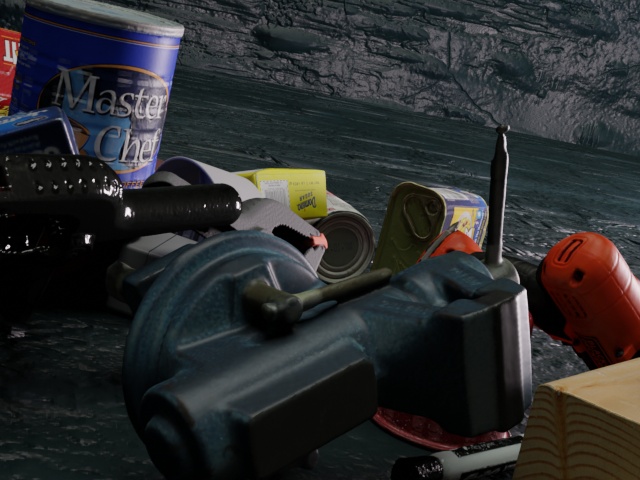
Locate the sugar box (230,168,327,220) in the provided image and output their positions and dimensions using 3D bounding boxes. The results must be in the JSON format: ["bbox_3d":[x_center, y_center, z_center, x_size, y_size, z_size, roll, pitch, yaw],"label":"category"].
[{"bbox_3d":[-0.092,-0.032,0.903,0.177,0.048,0.093,-6,0,37],"label":"sugar box"}]

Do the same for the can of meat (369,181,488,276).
[{"bbox_3d":[0.097,0.003,0.927,0.058,0.102,0.083,22,14,36],"label":"can of meat"}]

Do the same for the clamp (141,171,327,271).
[{"bbox_3d":[-0.055,0.001,0.728,0.039,0.120,0.171,-16,4,28],"label":"clamp"}]

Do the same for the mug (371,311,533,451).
[{"bbox_3d":[0.071,0.069,0.650,0.117,0.081,0.093,22,15,35],"label":"mug"}]

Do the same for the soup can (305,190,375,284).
[{"bbox_3d":[0.000,-0.008,0.951,0.068,0.068,0.102,7,14,-23],"label":"soup can"}]

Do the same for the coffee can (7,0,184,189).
[{"bbox_3d":[-0.154,-0.084,0.706,0.103,0.140,0.103,13,13,-3],"label":"coffee can"}]

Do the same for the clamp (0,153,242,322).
[{"bbox_3d":[-0.130,-0.010,0.570,0.164,0.036,0.210,-25,-14,-1],"label":"clamp"}]

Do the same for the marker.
[{"bbox_3d":[0.082,0.120,0.580,0.120,0.020,0.020,1,17,-44],"label":"marker"}]
